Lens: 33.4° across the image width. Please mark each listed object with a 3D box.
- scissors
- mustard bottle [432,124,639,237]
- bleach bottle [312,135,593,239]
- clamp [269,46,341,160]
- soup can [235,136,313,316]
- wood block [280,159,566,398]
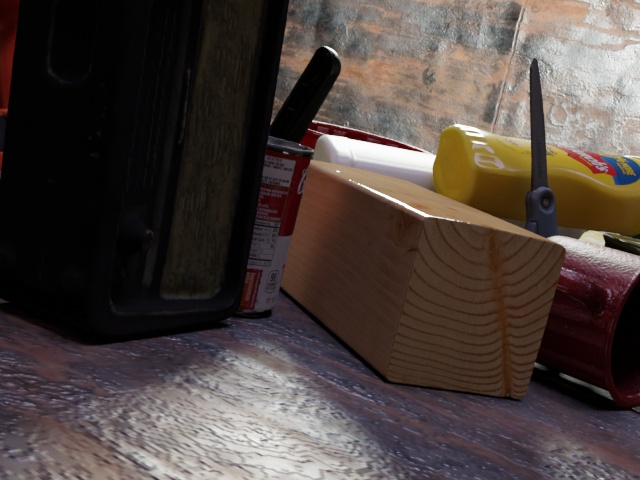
[{"bbox_3d":[0.132,-0.012,0.699,0.096,0.202,0.016,-19,8,-32],"label":"scissors"},{"bbox_3d":[0.184,-0.039,0.778,0.191,0.058,0.096,9,19,-12],"label":"mustard bottle"},{"bbox_3d":[0.120,-0.033,0.854,0.250,0.068,0.102,7,19,-10],"label":"bleach bottle"},{"bbox_3d":[-0.043,-0.069,0.878,0.036,0.164,0.210,63,0,28],"label":"clamp"},{"bbox_3d":[-0.048,-0.013,0.636,0.068,0.102,0.068,13,8,-2],"label":"soup can"},{"bbox_3d":[0.049,0.015,0.656,0.090,0.091,0.206,11,8,-22],"label":"wood block"}]
